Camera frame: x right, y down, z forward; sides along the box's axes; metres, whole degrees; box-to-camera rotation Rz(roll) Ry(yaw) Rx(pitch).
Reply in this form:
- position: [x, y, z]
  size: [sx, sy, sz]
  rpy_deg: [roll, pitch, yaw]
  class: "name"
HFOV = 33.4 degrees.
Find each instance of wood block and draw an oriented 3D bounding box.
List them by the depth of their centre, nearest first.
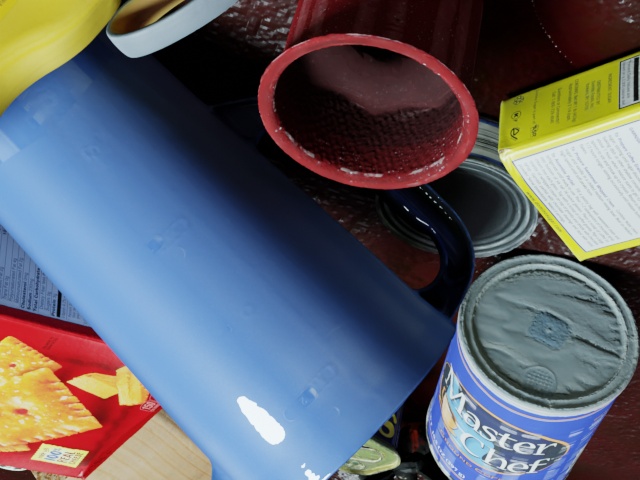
- position: [-0.141, 0.157, 0.801]
  size: [0.091, 0.090, 0.206]
  rpy_deg: [44, 172, 33]
  class: "wood block"

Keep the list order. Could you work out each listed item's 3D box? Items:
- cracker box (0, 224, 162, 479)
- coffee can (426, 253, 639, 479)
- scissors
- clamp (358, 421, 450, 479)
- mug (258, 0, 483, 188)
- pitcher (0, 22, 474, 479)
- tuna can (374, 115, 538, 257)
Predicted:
- position: [-0.192, 0.059, 0.589]
  size: [0.213, 0.072, 0.164]
  rpy_deg: [18, 138, -31]
  class: "cracker box"
- position: [0.125, 0.089, 0.656]
  size: [0.103, 0.102, 0.140]
  rpy_deg: [11, 146, 4]
  class: "coffee can"
- position: [-0.003, -0.142, 0.434]
  size: [0.202, 0.096, 0.016]
  rpy_deg: [-32, 127, 8]
  class: "scissors"
- position: [0.053, 0.173, 0.759]
  size: [0.120, 0.039, 0.171]
  rpy_deg: [0, -172, 1]
  class: "clamp"
- position: [0.031, -0.075, 0.473]
  size: [0.093, 0.081, 0.117]
  rpy_deg: [-4, 142, 24]
  class: "mug"
- position: [-0.053, 0.001, 0.522]
  size: [0.243, 0.149, 0.145]
  rpy_deg: [45, 132, 2]
  class: "pitcher"
- position: [0.074, -0.028, 0.568]
  size: [0.086, 0.033, 0.086]
  rpy_deg: [9, 146, 6]
  class: "tuna can"
